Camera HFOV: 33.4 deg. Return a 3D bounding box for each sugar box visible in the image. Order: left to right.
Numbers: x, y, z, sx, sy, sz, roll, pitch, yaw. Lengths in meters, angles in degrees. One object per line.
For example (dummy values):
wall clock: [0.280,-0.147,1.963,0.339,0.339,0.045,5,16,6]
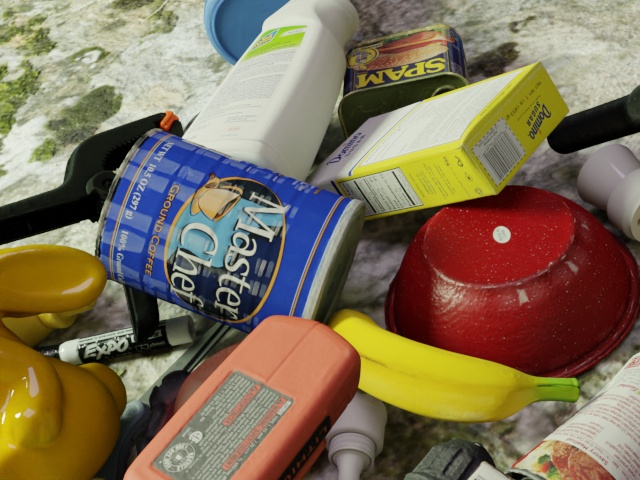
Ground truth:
sugar box: [0.070,-0.059,0.715,0.093,0.048,0.177,-45,17,-30]

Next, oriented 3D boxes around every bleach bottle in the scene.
bleach bottle: [-0.023,-0.118,0.801,0.103,0.068,0.250,-4,42,32]

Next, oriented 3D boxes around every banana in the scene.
banana: [0.047,0.069,0.591,0.069,0.037,0.198,9,4,-35]

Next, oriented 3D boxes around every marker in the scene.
marker: [-0.144,0.072,0.725,0.121,0.020,0.020,-12,39,9]

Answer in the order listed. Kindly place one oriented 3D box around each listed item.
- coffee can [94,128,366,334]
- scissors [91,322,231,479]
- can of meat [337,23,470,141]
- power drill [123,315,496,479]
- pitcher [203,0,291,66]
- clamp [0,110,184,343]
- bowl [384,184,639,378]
coffee can: [-0.054,0.001,0.667,0.140,0.103,0.102,20,49,8]
scissors: [-0.111,0.123,0.652,0.201,0.016,0.096,-36,39,-17]
can of meat: [0.067,-0.120,0.833,0.102,0.057,0.084,-10,38,12]
power drill: [0.007,0.122,0.470,0.057,0.187,0.184,17,54,40]
pitcher: [-0.052,-0.266,0.996,0.149,0.145,0.242,-27,36,28]
clamp: [-0.163,-0.028,0.767,0.164,0.036,0.209,17,45,3]
bowl: [0.113,0.015,0.656,0.162,0.055,0.162,-11,40,9]
